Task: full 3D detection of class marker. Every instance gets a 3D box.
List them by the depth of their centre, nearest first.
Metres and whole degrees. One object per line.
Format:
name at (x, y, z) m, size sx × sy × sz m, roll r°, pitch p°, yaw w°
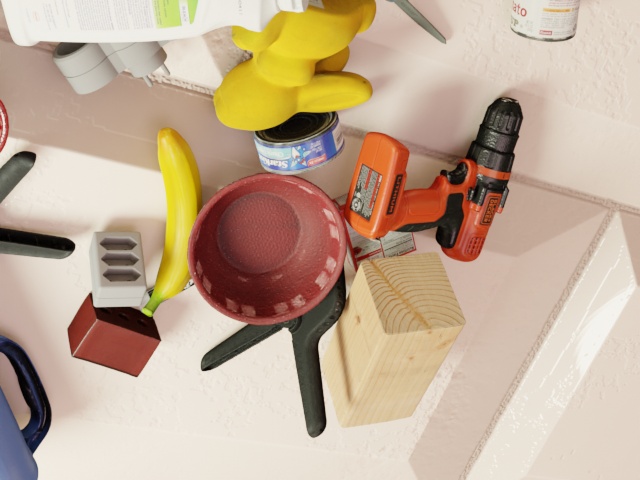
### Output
marker at (-0.137, 0.040, 1.117) m, size 0.121 × 0.020 × 0.020 m, roll -28°, pitch 125°, yaw -3°

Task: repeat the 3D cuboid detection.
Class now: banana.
banana at (-0.141, -0.022, 1.054) m, size 0.037 × 0.069 × 0.198 m, roll 13°, pitch 113°, yaw 14°

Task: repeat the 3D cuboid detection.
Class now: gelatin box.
gelatin box at (0.058, -0.016, 1.150) m, size 0.073 × 0.030 × 0.089 m, roll -22°, pitch 124°, yaw -8°

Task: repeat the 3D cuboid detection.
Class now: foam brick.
foam brick at (-0.214, 0.098, 1.103) m, size 0.078 × 0.053 × 0.051 m, roll 23°, pitch 110°, yaw -31°

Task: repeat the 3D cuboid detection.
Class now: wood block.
wood block at (0.072, 0.111, 1.148) m, size 0.090 × 0.091 × 0.206 m, roll -6°, pitch 146°, yaw -18°

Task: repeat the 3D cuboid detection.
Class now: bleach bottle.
bleach bottle at (-0.133, -0.202, 0.868) m, size 0.251 × 0.068 × 0.102 m, roll 7°, pitch 131°, yaw 12°

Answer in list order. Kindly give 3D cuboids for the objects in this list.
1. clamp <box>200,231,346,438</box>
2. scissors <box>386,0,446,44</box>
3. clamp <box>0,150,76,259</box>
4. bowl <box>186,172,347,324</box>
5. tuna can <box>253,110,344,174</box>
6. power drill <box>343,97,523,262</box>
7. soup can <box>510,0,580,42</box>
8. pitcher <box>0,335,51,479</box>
clamp at (-0.023, 0.092, 1.132) m, size 0.210 × 0.165 × 0.036 m, roll -61°, pitch 155°, yaw 10°
scissors at (0.071, -0.244, 0.995) m, size 0.201 × 0.096 × 0.016 m, roll 23°, pitch 65°, yaw -28°
clamp at (-0.321, -0.005, 1.011) m, size 0.171 × 0.039 × 0.120 m, roll -24°, pitch 121°, yaw 2°
bowl at (-0.057, 0.001, 1.079) m, size 0.162 × 0.055 × 0.162 m, roll -5°, pitch 112°, yaw -12°
tuna can at (-0.021, -0.100, 1.035) m, size 0.086 × 0.086 × 0.034 m, roll -20°, pitch 123°, yaw -8°
power drill at (0.123, -0.066, 1.103) m, size 0.187 × 0.057 × 0.184 m, roll 3°, pitch 110°, yaw -37°
soup can at (0.226, -0.254, 1.045) m, size 0.068 × 0.068 × 0.102 m, roll -7°, pitch 123°, yaw -17°
pitcher at (-0.365, 0.155, 1.047) m, size 0.145 × 0.149 × 0.243 m, roll -8°, pitch 120°, yaw 2°
